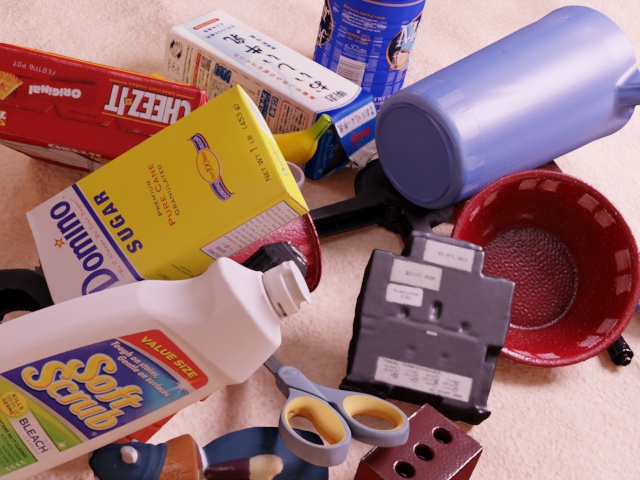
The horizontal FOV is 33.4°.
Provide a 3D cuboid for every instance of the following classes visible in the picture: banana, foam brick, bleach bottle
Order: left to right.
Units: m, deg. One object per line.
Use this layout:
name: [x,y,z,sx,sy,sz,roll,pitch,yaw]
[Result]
bleach bottle: [-0.128,0.069,0.656,0.251,0.102,0.068,-24,22,7]
banana: [-0.082,-0.102,0.988,0.198,0.069,0.037,16,4,20]
foam brick: [0.065,0.160,0.729,0.053,0.051,0.078,35,44,24]

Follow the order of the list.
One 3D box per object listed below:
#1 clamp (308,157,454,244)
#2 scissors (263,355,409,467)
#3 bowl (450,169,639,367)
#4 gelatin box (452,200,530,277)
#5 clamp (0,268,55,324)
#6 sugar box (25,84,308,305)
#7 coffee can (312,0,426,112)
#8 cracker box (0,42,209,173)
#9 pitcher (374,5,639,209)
clamp: [0.056,-0.029,0.960,0.164,0.036,0.209,17,38,4]
scissors: [-0.001,0.103,0.755,0.096,0.016,0.202,2,19,-13]
bowl: [0.178,0.026,0.880,0.162,0.055,0.162,1,79,-5]
gelatin box: [0.169,-0.004,0.942,0.089,0.030,0.073,-9,75,-25]
clamp: [-0.245,0.040,0.764,0.171,0.039,0.120,6,53,12]
sugar box: [-0.106,-0.019,0.714,0.176,0.048,0.093,-29,65,8]
coffee can: [0.049,-0.217,1.098,0.102,0.140,0.103,8,40,-7]
cracker box: [-0.170,-0.092,0.856,0.164,0.072,0.214,12,-2,-2]
pitcher: [0.161,-0.121,0.977,0.242,0.149,0.145,-26,80,-33]
